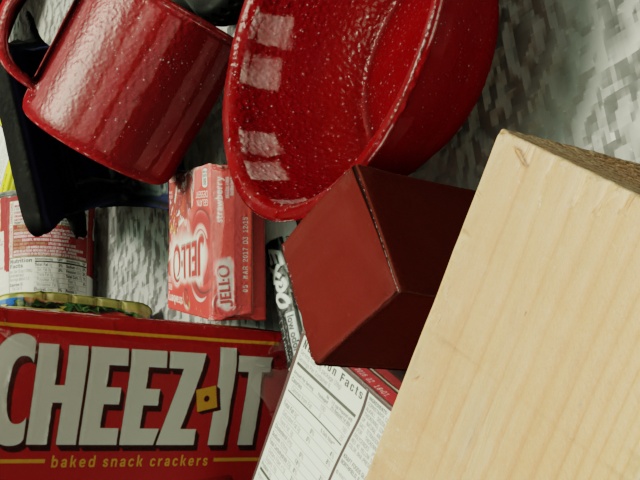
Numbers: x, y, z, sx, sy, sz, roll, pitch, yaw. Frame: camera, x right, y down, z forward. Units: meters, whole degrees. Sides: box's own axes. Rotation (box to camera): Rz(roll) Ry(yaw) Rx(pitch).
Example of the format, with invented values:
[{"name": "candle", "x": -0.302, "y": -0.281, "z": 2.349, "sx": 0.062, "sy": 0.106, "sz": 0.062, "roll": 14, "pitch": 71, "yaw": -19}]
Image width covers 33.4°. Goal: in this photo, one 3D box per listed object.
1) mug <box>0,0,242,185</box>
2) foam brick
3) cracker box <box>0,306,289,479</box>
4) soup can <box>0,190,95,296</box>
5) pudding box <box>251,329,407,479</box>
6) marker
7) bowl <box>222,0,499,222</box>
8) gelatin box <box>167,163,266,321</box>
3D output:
[{"name": "mug", "x": -0.100, "y": -0.084, "z": 0.514, "sx": 0.081, "sy": 0.117, "sz": 0.093, "roll": -60, "pitch": 35, "yaw": 6}, {"name": "foam brick", "x": 0.034, "y": 0.013, "z": 0.384, "sx": 0.051, "sy": 0.078, "sz": 0.053, "roll": -44, "pitch": 50, "yaw": 39}, {"name": "cracker box", "x": -0.100, "y": 0.140, "z": 0.472, "sx": 0.072, "sy": 0.163, "sz": 0.214, "roll": -2, "pitch": 82, "yaw": 53}, {"name": "soup can", "x": -0.181, "y": 0.024, "z": 0.692, "sx": 0.069, "sy": 0.068, "sz": 0.102, "roll": -18, "pitch": 69, "yaw": 52}, {"name": "pudding box", "x": 0.011, "y": 0.104, "z": 0.432, "sx": 0.090, "sy": 0.039, "sz": 0.113, "roll": 38, "pitch": 112, "yaw": 51}, {"name": "marker", "x": -0.014, "y": 0.018, "z": 0.501, "sx": 0.020, "sy": 0.020, "sz": 0.121, "roll": -41, "pitch": 52, "yaw": 43}, {"name": "bowl", "x": 0.021, "y": -0.080, "z": 0.431, "sx": 0.162, "sy": 0.055, "sz": 0.162, "roll": -31, "pitch": 52, "yaw": 50}, {"name": "gelatin box", "x": -0.053, "y": 0.001, "z": 0.528, "sx": 0.089, "sy": 0.030, "sz": 0.073, "roll": -177, "pitch": 87, "yaw": -69}]
